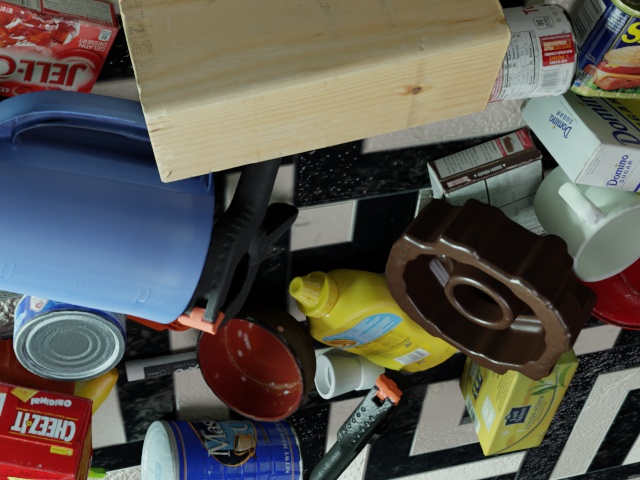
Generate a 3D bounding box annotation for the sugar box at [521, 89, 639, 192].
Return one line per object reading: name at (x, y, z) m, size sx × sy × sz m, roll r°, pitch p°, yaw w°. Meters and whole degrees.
sugar box at (0.258, -0.079, 0.856) m, size 0.175 × 0.093 × 0.048 m, roll 7°, pitch 127°, yaw -30°

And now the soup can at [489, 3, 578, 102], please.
soup can at (0.123, -0.130, 0.759) m, size 0.102 × 0.068 × 0.068 m, roll -9°, pitch 142°, yaw -12°

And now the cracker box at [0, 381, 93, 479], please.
cracker box at (-0.279, 0.177, 0.900) m, size 0.164 × 0.072 × 0.214 m, roll 12°, pitch 154°, yaw -7°

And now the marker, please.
marker at (-0.122, 0.113, 1.006) m, size 0.121 × 0.020 × 0.020 m, roll -8°, pitch 142°, yaw -12°

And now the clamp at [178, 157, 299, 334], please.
clamp at (-0.055, 0.001, 0.799) m, size 0.039 × 0.171 × 0.120 m, roll 15°, pitch 153°, yaw 21°

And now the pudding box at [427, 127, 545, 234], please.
pudding box at (0.145, -0.036, 0.912) m, size 0.090 × 0.039 × 0.113 m, roll -20°, pitch 145°, yaw 0°

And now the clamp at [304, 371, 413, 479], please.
clamp at (0.041, 0.189, 1.063) m, size 0.164 × 0.036 × 0.210 m, roll -44°, pitch 166°, yaw -19°

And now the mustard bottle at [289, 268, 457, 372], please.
mustard bottle at (0.044, 0.070, 0.985) m, size 0.096 × 0.058 × 0.191 m, roll -27°, pitch 144°, yaw 35°

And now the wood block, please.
wood block at (-0.006, -0.112, 0.630) m, size 0.206 × 0.090 × 0.091 m, roll -13°, pitch 159°, yaw -7°

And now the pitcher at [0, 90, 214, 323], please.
pitcher at (-0.196, -0.032, 0.706) m, size 0.242 × 0.145 × 0.149 m, roll 11°, pitch 94°, yaw -27°

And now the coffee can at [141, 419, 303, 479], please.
coffee can at (-0.102, 0.236, 1.100) m, size 0.140 × 0.103 × 0.103 m, roll 4°, pitch 138°, yaw -26°

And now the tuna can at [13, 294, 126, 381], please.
tuna can at (-0.192, 0.070, 0.822) m, size 0.086 × 0.034 × 0.086 m, roll -6°, pitch 135°, yaw -6°

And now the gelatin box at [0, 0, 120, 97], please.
gelatin box at (-0.181, -0.123, 0.675) m, size 0.089 × 0.030 × 0.073 m, roll 9°, pitch 136°, yaw -30°

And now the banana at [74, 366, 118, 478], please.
banana at (-0.239, 0.183, 1.038) m, size 0.069 × 0.037 × 0.198 m, roll -18°, pitch 148°, yaw -29°
